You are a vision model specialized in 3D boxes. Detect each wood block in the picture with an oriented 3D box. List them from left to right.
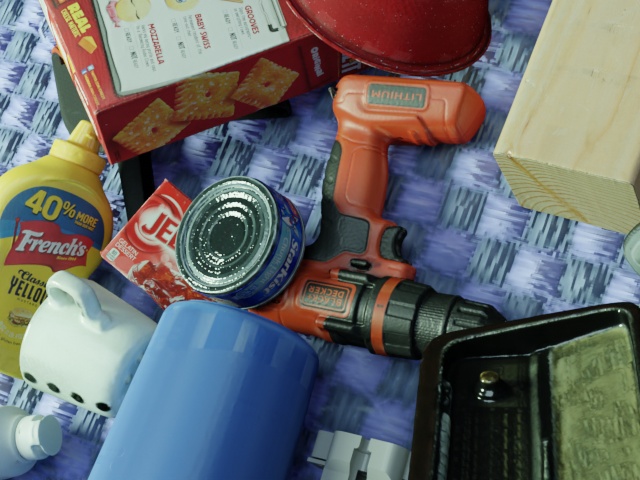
[{"bbox_3d":[0.194,-0.119,0.681,0.090,0.090,0.206,17,77,28],"label":"wood block"}]

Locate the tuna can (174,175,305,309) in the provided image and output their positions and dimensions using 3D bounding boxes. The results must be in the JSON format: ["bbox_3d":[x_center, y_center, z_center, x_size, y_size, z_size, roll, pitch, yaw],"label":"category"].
[{"bbox_3d":[-0.055,0.001,0.711,0.086,0.033,0.086,-13,64,28],"label":"tuna can"}]

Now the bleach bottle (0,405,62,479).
[{"bbox_3d":[-0.305,0.155,0.765,0.251,0.102,0.068,-11,77,18],"label":"bleach bottle"}]

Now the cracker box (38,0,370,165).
[{"bbox_3d":[-0.087,-0.168,0.791,0.213,0.072,0.164,-22,61,-12],"label":"cracker box"}]

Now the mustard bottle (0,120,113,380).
[{"bbox_3d":[-0.205,0.002,0.781,0.058,0.096,0.191,14,79,57],"label":"mustard bottle"}]

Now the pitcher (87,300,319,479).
[{"bbox_3d":[-0.093,0.166,0.671,0.149,0.145,0.242,14,71,14],"label":"pitcher"}]

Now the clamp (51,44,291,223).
[{"bbox_3d":[-0.132,-0.101,0.837,0.164,0.036,0.210,-43,64,-1],"label":"clamp"}]

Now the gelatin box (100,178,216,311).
[{"bbox_3d":[-0.100,0.011,0.765,0.089,0.030,0.073,41,87,6],"label":"gelatin box"}]

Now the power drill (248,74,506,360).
[{"bbox_3d":[0.053,-0.015,0.715,0.185,0.057,0.187,10,73,25],"label":"power drill"}]

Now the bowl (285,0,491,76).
[{"bbox_3d":[0.054,-0.188,0.734,0.162,0.055,0.162,11,49,-14],"label":"bowl"}]
